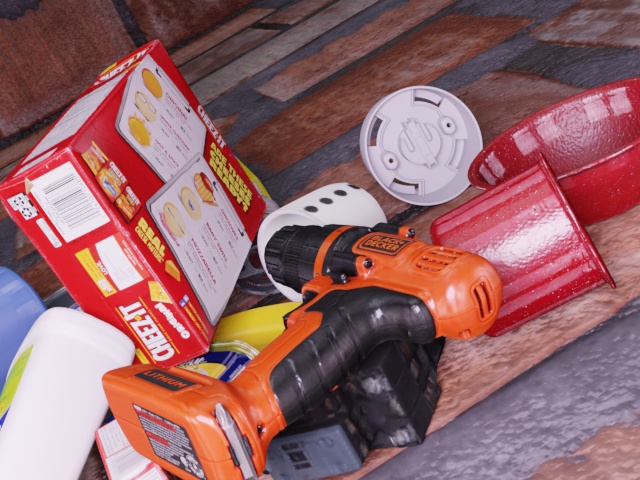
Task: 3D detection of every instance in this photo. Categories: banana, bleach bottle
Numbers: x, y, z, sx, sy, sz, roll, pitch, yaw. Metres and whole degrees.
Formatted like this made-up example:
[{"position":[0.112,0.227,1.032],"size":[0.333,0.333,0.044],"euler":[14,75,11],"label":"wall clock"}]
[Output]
[{"position":[-0.045,0.075,0.777],"size":[0.198,0.037,0.069],"euler":[-18,24,27],"label":"banana"},{"position":[-0.183,0.164,0.622],"size":[0.103,0.068,0.250],"euler":[-48,21,43],"label":"bleach bottle"}]

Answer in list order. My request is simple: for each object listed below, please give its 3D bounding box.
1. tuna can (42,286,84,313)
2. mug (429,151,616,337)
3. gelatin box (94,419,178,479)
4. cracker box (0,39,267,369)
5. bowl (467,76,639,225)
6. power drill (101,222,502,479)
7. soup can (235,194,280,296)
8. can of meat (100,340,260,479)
[{"position":[-0.252,0.072,1.086],"size":[0.086,0.033,0.086],"euler":[-26,19,9],"label":"tuna can"},{"position":[0.121,0.004,0.653],"size":[0.081,0.093,0.117],"euler":[-29,4,14],"label":"mug"},{"position":[-0.095,0.144,0.612],"size":[0.030,0.073,0.089],"euler":[-31,18,-11],"label":"gelatin box"},{"position":[-0.125,-0.029,0.766],"size":[0.072,0.164,0.213],"euler":[-24,22,20],"label":"cracker box"},{"position":[0.187,-0.055,0.748],"size":[0.162,0.055,0.162],"euler":[-25,18,8],"label":"bowl"},{"position":[-0.022,0.050,0.580],"size":[0.187,0.057,0.185],"euler":[-35,25,-29],"label":"power drill"},{"position":[-0.056,0.001,0.935],"size":[0.068,0.068,0.102],"euler":[-29,18,-1],"label":"soup can"},{"position":[-0.086,0.115,0.702],"size":[0.102,0.057,0.083],"euler":[-9,29,47],"label":"can of meat"}]
